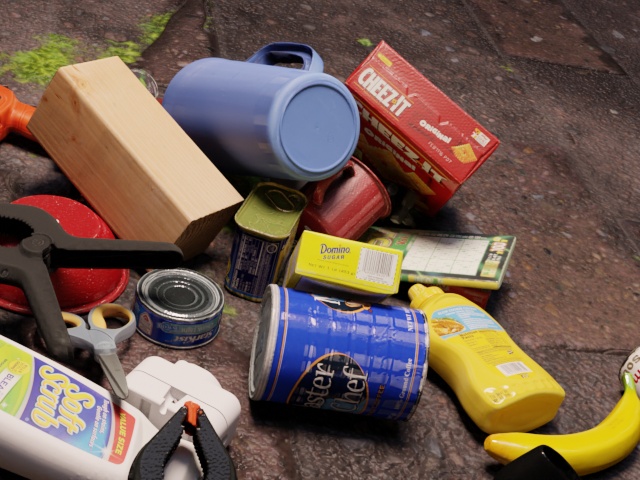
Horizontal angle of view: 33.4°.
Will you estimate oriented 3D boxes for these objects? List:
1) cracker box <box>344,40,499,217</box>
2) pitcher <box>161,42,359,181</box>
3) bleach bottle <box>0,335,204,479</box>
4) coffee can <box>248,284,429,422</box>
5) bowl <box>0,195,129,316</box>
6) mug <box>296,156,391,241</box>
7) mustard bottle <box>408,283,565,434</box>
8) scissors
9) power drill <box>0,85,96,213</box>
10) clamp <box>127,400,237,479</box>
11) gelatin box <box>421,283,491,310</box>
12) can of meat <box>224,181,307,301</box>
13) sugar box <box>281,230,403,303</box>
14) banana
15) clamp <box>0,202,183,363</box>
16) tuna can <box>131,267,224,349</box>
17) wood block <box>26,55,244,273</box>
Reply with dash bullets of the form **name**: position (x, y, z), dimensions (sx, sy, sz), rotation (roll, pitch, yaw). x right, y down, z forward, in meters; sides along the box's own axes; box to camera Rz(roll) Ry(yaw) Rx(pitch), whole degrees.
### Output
- **cracker box**: position (0.098, -0.115, 1.194), dimensions (0.164, 0.072, 0.214), rotation (41, -8, 4)
- **pitcher**: position (-0.059, -0.136, 1.143), dimensions (0.144, 0.149, 0.243), rotation (-7, 12, -31)
- **bleach bottle**: position (-0.190, 0.147, 0.826), dimensions (0.251, 0.068, 0.102), rotation (21, 33, 5)
- **coffee can**: position (0.014, 0.100, 0.946), dimensions (0.140, 0.103, 0.103), rotation (10, 32, -9)
- **bowl**: position (-0.261, 0.003, 1.025), dimensions (0.162, 0.055, 0.162), rotation (11, 32, -7)
- **mug**: position (0.016, -0.041, 1.145), dimensions (0.093, 0.117, 0.081), rotation (38, 67, 20)
- **mustard bottle**: position (0.143, 0.105, 1.036), dimensions (0.096, 0.058, 0.192), rotation (-5, 37, -32)
- **scissors**: position (-0.200, 0.091, 0.899), dimensions (0.096, 0.016, 0.202), rotation (1, 15, -5)
- **power drill**: position (-0.298, -0.102, 1.175), dimensions (0.187, 0.057, 0.184), rotation (17, 31, -2)
- **clamp**: position (-0.091, 0.202, 0.753), dimensions (0.120, 0.039, 0.171), rotation (19, 62, -11)
- **gelatin box**: position (0.153, 0.038, 1.172), dimensions (0.073, 0.030, 0.089), rotation (19, 31, 7)
- **can of meat**: position (-0.057, 0.001, 1.087), dimensions (0.057, 0.084, 0.102), rotation (18, 32, 5)
- **sugar box**: position (0.016, 0.033, 1.008), dimensions (0.093, 0.048, 0.176), rotation (13, -9, -5)
- **banana**: position (0.235, 0.181, 0.972), dimensions (0.197, 0.037, 0.070), rotation (-15, 53, -35)
- **clamp**: position (-0.237, 0.012, 0.941), dimensions (0.210, 0.036, 0.164), rotation (30, 42, 23)
- **tuna can**: position (-0.134, 0.062, 1.006), dimensions (0.086, 0.034, 0.086), rotation (11, 32, -7)
- **wood block**: position (-0.189, -0.078, 1.081), dimensions (0.206, 0.090, 0.090), rotation (48, 35, 10)
